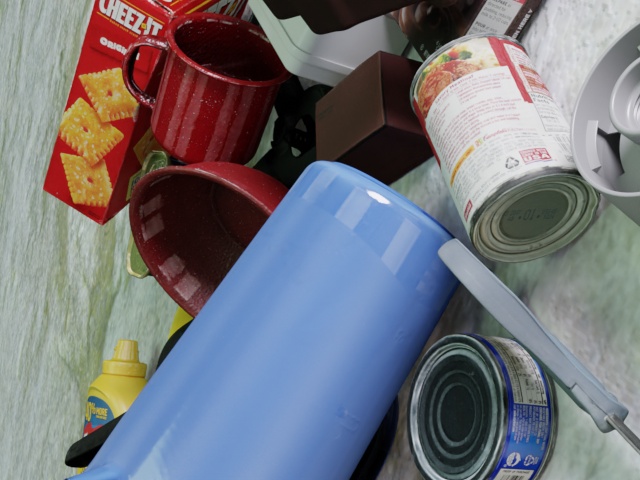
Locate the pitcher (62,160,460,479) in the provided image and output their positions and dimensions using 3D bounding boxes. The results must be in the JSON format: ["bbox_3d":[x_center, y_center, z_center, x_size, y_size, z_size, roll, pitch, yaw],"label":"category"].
[{"bbox_3d":[-0.018,0.086,0.598,0.243,0.145,0.149,-57,-6,-5],"label":"pitcher"}]

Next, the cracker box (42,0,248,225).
[{"bbox_3d":[-0.137,-0.139,0.887,0.214,0.072,0.164,-62,-6,37],"label":"cracker box"}]

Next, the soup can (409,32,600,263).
[{"bbox_3d":[0.092,-0.048,0.544,0.069,0.068,0.102,-55,38,38],"label":"soup can"}]

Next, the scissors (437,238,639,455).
[{"bbox_3d":[0.110,0.060,0.469,0.016,0.096,0.202,-45,34,5],"label":"scissors"}]

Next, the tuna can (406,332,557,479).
[{"bbox_3d":[0.081,0.091,0.556,0.086,0.033,0.086,-27,59,56],"label":"tuna can"}]

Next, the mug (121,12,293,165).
[{"bbox_3d":[-0.086,-0.108,0.763,0.093,0.117,0.082,-82,12,-53],"label":"mug"}]

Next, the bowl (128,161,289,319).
[{"bbox_3d":[-0.055,0.001,0.751,0.055,0.162,0.162,-50,8,-38],"label":"bowl"}]

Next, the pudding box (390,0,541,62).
[{"bbox_3d":[0.083,-0.154,0.621,0.090,0.039,0.113,-60,36,30],"label":"pudding box"}]

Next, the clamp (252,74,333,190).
[{"bbox_3d":[-0.021,-0.066,0.782,0.172,0.039,0.120,-141,61,-64],"label":"clamp"}]

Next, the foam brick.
[{"bbox_3d":[0.038,-0.074,0.666,0.078,0.051,0.053,-32,53,53],"label":"foam brick"}]

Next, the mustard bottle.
[{"bbox_3d":[-0.189,0.187,0.982,0.096,0.058,0.191,-6,76,59],"label":"mustard bottle"}]
